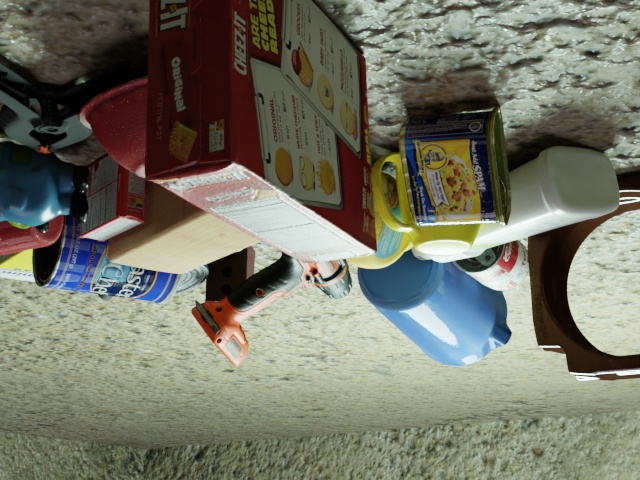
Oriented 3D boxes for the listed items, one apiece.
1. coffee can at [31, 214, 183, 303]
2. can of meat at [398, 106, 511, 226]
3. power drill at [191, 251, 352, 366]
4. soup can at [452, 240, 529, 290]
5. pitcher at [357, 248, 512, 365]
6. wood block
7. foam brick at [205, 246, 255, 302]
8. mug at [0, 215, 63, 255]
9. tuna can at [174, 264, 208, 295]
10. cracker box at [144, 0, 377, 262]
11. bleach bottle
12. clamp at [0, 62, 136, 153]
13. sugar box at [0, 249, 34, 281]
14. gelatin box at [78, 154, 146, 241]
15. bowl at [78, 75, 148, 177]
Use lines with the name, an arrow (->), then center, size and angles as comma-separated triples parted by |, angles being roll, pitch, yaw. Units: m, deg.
coffee can -> -0.230, 0.010, 1.164 | 0.140, 0.103, 0.103 | 10, 161, -30
can of meat -> 0.119, -0.062, 0.938 | 0.084, 0.102, 0.057 | -3, -153, 18
power drill -> -0.051, 0.065, 1.267 | 0.187, 0.057, 0.184 | -40, 149, -5
soup can -> 0.198, 0.016, 1.246 | 0.069, 0.068, 0.102 | -9, 162, 27
pitcher -> 0.129, 0.062, 1.325 | 0.149, 0.145, 0.242 | -21, 154, 18
wood block -> -0.119, -0.037, 1.029 | 0.090, 0.091, 0.207 | 12, 160, -34
foam brick -> -0.111, 0.044, 1.324 | 0.053, 0.078, 0.051 | -2, 165, 8
mug -> -0.314, -0.038, 1.057 | 0.082, 0.093, 0.117 | -10, 126, 15
tuna can -> -0.178, 0.035, 1.281 | 0.086, 0.034, 0.086 | -17, 156, -8
cracker box -> -0.035, -0.089, 0.729 | 0.072, 0.164, 0.213 | -10, 161, 24
bleach bottle -> 0.177, -0.024, 1.092 | 0.102, 0.068, 0.251 | 0, 165, -36
clamp -> -0.231, -0.110, 0.875 | 0.120, 0.039, 0.172 | 10, 161, -25
sugar box -> -0.329, 0.013, 1.274 | 0.093, 0.048, 0.177 | 11, 159, -32
gelatin box -> -0.200, -0.044, 1.034 | 0.030, 0.073, 0.089 | 12, 159, -35
bowl -> -0.108, -0.088, 0.854 | 0.162, 0.055, 0.162 | -12, 173, -2
